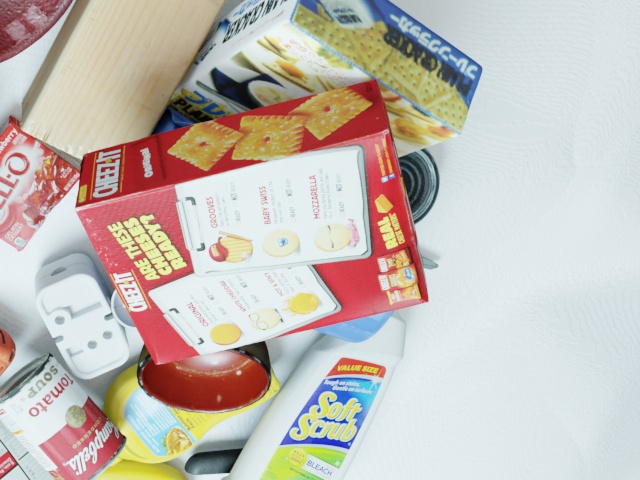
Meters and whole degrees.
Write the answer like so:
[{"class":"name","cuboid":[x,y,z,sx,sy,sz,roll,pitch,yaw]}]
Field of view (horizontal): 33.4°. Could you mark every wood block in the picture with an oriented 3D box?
[{"class":"wood block","cuboid":[-0.146,-0.165,0.834,0.090,0.090,0.206,27,102,-23]}]

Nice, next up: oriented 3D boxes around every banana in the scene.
[{"class":"banana","cuboid":[-0.203,0.234,1.008,0.197,0.037,0.070,8,107,-19]}]

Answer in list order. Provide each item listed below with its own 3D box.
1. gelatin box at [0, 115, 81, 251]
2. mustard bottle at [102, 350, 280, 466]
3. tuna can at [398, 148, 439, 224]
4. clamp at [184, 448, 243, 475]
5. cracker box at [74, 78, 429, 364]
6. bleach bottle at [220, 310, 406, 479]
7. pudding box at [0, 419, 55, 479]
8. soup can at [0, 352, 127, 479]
[{"class":"gelatin box","cuboid":[-0.253,-0.046,0.883,0.073,0.030,0.089,37,97,-25]},{"class":"mustard bottle","cuboid":[-0.139,0.149,0.980,0.191,0.058,0.096,-33,117,-1]},{"class":"tuna can","cuboid":[0.064,-0.052,0.963,0.086,0.034,0.086,-5,104,-20]},{"class":"clamp","cuboid":[-0.045,0.216,1.046,0.171,0.039,0.120,-40,120,-5]},{"class":"cracker box","cuboid":[-0.043,-0.009,0.761,0.214,0.072,0.164,-13,131,6]},{"class":"bleach bottle","cuboid":[0.004,0.147,1.000,0.102,0.068,0.251,28,86,-18]},{"class":"pudding box","cuboid":[-0.263,0.203,0.930,0.039,0.089,0.113,-29,97,40]},{"class":"soup can","cuboid":[-0.223,0.154,0.909,0.068,0.068,0.102,-38,103,1]}]
